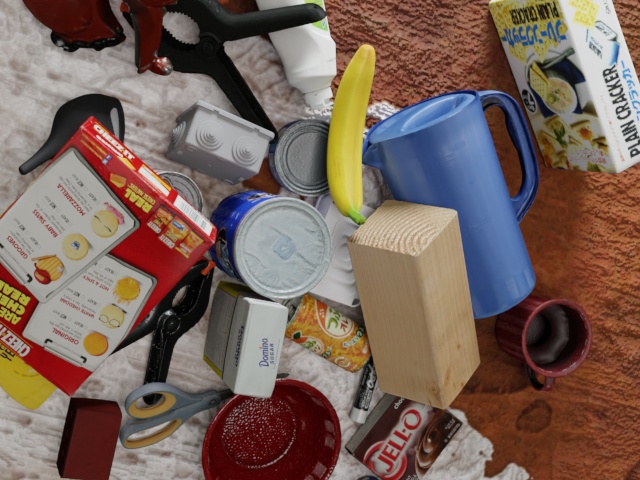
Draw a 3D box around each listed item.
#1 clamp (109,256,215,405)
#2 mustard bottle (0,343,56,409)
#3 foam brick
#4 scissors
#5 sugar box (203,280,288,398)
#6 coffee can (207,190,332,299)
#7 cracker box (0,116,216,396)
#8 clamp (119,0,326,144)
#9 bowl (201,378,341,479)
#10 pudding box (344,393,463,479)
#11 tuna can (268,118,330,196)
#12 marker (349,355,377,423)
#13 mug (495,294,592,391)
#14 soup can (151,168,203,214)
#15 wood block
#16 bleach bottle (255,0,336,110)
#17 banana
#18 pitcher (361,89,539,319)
[{"bbox_3d":[-0.177,0.085,1.135,0.120,0.039,0.171,35,80,-53],"label":"clamp"},{"bbox_3d":[-0.340,0.082,1.088,0.191,0.058,0.096,40,86,-17],"label":"mustard bottle"},{"bbox_3d":[-0.246,0.211,1.134,0.051,0.053,0.078,12,92,-19],"label":"foam brick"},{"bbox_3d":[-0.130,0.165,1.166,0.201,0.016,0.096,-26,137,-13],"label":"scissors"},{"bbox_3d":[-0.080,0.100,1.110,0.048,0.176,0.093,10,92,-19],"label":"sugar box"},{"bbox_3d":[-0.057,0.001,1.126,0.102,0.140,0.103,-2,96,-18],"label":"coffee can"},{"bbox_3d":[-0.229,0.015,1.021,0.164,0.072,0.214,42,101,-12],"label":"cracker box"},{"bbox_3d":[-0.104,-0.213,1.107,0.210,0.036,0.165,30,121,-3],"label":"clamp"},{"bbox_3d":[-0.060,0.222,1.189,0.162,0.055,0.162,-5,104,-20],"label":"bowl"},{"bbox_3d":[0.098,0.229,1.255,0.090,0.039,0.113,40,83,-17],"label":"pudding box"},{"bbox_3d":[-0.014,-0.092,1.186,0.086,0.034,0.086,-2,96,-18],"label":"tuna can"},{"bbox_3d":[0.060,0.153,1.245,0.020,0.020,0.121,16,91,-19],"label":"marker"},{"bbox_3d":[0.263,0.122,1.274,0.093,0.082,0.117,-5,97,-18],"label":"mug"},{"bbox_3d":[-0.165,-0.040,1.107,0.068,0.102,0.068,-2,97,-18],"label":"soup can"},{"bbox_3d":[0.105,0.070,1.165,0.090,0.091,0.206,-44,132,-40],"label":"wood block"},{"bbox_3d":[-0.035,-0.261,1.130,0.068,0.102,0.251,-9,103,26],"label":"bleach bottle"},{"bbox_3d":[0.035,-0.108,1.144,0.037,0.070,0.198,9,78,-36],"label":"banana"},{"bbox_3d":[0.163,-0.042,1.201,0.144,0.149,0.243,-43,115,-47],"label":"pitcher"}]
